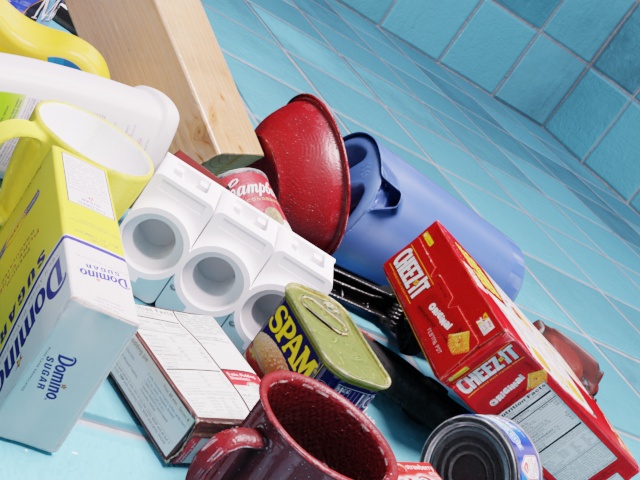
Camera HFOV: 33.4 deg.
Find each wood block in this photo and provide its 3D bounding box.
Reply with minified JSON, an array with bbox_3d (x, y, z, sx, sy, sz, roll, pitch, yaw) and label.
[{"bbox_3d":[-0.142,-0.152,0.962,0.090,0.091,0.206,-8,74,-67],"label":"wood block"}]

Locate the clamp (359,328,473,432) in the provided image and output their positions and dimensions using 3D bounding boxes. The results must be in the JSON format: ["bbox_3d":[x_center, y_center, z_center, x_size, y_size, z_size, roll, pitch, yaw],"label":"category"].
[{"bbox_3d":[0.093,0.136,0.882,0.172,0.039,0.120,41,1,23],"label":"clamp"}]

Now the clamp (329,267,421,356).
[{"bbox_3d":[0.065,0.063,1.012,0.165,0.036,0.209,32,9,28],"label":"clamp"}]

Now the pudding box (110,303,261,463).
[{"bbox_3d":[-0.082,0.089,0.671,0.089,0.039,0.114,14,25,-49],"label":"pudding box"}]

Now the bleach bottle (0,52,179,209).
[{"bbox_3d":[-0.227,-0.096,0.775,0.250,0.103,0.068,17,15,-47],"label":"bleach bottle"}]

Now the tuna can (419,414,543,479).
[{"bbox_3d":[0.112,0.166,0.754,0.033,0.086,0.086,14,27,-47],"label":"tuna can"}]

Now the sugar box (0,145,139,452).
[{"bbox_3d":[-0.153,0.026,0.608,0.048,0.093,0.176,26,19,-27],"label":"sugar box"}]

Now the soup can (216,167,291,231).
[{"bbox_3d":[-0.056,0.001,0.870,0.068,0.069,0.102,14,42,-50],"label":"soup can"}]

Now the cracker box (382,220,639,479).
[{"bbox_3d":[0.155,0.106,0.887,0.213,0.072,0.164,44,12,-31],"label":"cracker box"}]

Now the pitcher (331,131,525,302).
[{"bbox_3d":[0.093,-0.003,1.126,0.242,0.145,0.149,29,30,-31],"label":"pitcher"}]

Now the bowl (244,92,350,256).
[{"bbox_3d":[-0.033,-0.057,1.008,0.055,0.162,0.162,-7,38,-26],"label":"bowl"}]

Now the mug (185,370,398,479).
[{"bbox_3d":[-0.025,0.131,0.590,0.117,0.082,0.093,18,25,-46],"label":"mug"}]

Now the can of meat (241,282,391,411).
[{"bbox_3d":[-0.012,0.092,0.716,0.057,0.084,0.102,23,21,-36],"label":"can of meat"}]

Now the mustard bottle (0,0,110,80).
[{"bbox_3d":[-0.232,-0.132,0.872,0.191,0.096,0.058,27,32,-28],"label":"mustard bottle"}]
